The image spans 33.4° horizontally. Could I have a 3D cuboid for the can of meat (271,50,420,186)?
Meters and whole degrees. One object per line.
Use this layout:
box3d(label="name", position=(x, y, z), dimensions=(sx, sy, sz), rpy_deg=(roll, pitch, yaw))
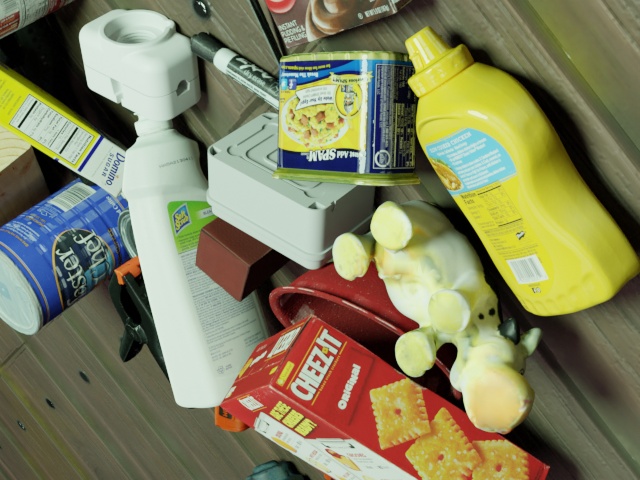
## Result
box3d(label="can of meat", position=(0.017, -0.081, 0.705), dimensions=(0.102, 0.057, 0.084), rpy_deg=(7, 99, 42))

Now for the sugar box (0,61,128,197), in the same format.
box3d(label="sugar box", position=(-0.245, -0.108, 0.919), dimensions=(0.176, 0.048, 0.093), rpy_deg=(31, -177, -30))

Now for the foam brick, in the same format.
box3d(label="foam brick", position=(-0.056, 0.001, 0.865), dimensions=(0.053, 0.078, 0.051), rpy_deg=(39, 142, 16))

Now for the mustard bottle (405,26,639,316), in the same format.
box3d(label="mustard bottle", position=(0.111, -0.046, 0.653), dimensions=(0.191, 0.058, 0.096), rpy_deg=(56, 159, -7))

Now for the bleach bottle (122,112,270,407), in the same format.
box3d(label="bleach bottle", position=(-0.107, 0.009, 0.911), dimensions=(0.068, 0.102, 0.251), rpy_deg=(-6, 101, 42))

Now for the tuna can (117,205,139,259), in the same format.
box3d(label="tuna can", position=(-0.151, -0.002, 1.006), dimensions=(0.086, 0.033, 0.086), rpy_deg=(29, 140, 28))

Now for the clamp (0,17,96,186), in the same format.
box3d(label="clamp", position=(-0.267, -0.152, 0.996), dimensions=(0.165, 0.036, 0.210), rpy_deg=(35, 145, 20))

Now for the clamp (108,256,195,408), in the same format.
box3d(label="clamp", position=(-0.177, 0.084, 1.060), dimensions=(0.120, 0.039, 0.171), rpy_deg=(15, 131, 37))

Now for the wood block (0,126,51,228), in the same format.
box3d(label="wood block", position=(-0.333, -0.064, 1.049), dimensions=(0.091, 0.090, 0.206), rpy_deg=(48, 165, 5))

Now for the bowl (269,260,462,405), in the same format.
box3d(label="bowl", position=(0.044, 0.061, 0.803), dimensions=(0.162, 0.055, 0.162), rpy_deg=(26, 159, 11))

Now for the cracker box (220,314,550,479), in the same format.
box3d(label="cracker box", position=(0.043, 0.149, 0.826), dimensions=(0.213, 0.072, 0.164), rpy_deg=(34, 159, -7))

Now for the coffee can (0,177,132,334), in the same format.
box3d(label="coffee can", position=(-0.255, 0.011, 1.041), dimensions=(0.103, 0.140, 0.103), rpy_deg=(29, 140, 28))

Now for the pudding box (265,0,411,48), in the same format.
box3d(label="pudding box", position=(0.003, -0.178, 0.671), dimensions=(0.114, 0.039, 0.090), rpy_deg=(-6, 116, 50))

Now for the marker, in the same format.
box3d(label="marker", position=(-0.052, -0.122, 0.800), dimensions=(0.121, 0.020, 0.020), rpy_deg=(35, 142, 21))

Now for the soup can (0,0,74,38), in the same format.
box3d(label="soup can", position=(-0.250, -0.208, 0.869), dimensions=(0.069, 0.102, 0.068), rpy_deg=(29, 140, 28))
